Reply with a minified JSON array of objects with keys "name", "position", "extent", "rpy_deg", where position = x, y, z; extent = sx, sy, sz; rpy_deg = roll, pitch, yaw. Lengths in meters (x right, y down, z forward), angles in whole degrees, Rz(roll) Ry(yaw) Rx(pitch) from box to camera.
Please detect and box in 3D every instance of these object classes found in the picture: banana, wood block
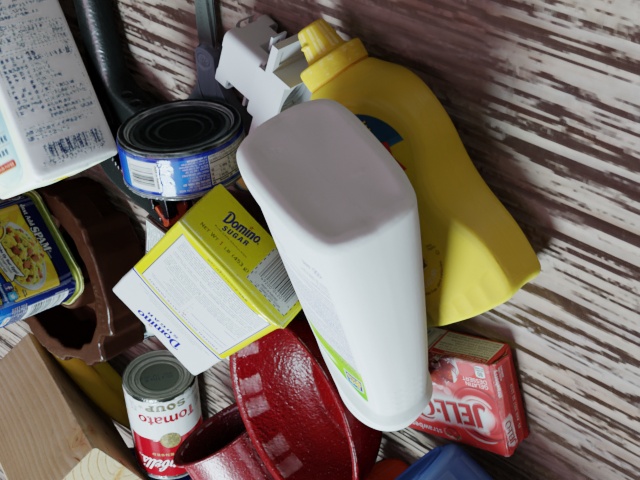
[{"name":"banana","position":[-0.230,0.128,1.060],"extent":[0.198,0.037,0.069],"rpy_deg":[43,165,18]},{"name":"wood block","position":[-0.255,0.192,1.032],"extent":[0.090,0.091,0.206],"rpy_deg":[49,175,-40]}]

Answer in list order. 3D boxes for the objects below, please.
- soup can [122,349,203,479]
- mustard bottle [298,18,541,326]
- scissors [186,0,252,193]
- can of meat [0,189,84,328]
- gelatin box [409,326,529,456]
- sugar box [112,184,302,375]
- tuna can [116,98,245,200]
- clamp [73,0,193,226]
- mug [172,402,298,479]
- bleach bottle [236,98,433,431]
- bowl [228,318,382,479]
[{"name":"soup can","position":[-0.141,0.158,0.974],"extent":[0.069,0.068,0.102],"rpy_deg":[26,135,32]},{"name":"mustard bottle","position":[0.045,-0.044,0.626],"extent":[0.191,0.058,0.096],"rpy_deg":[58,150,-4]},{"name":"scissors","position":[-0.062,-0.110,0.727],"extent":[0.096,0.016,0.202],"rpy_deg":[37,140,20]},{"name":"can of meat","position":[-0.260,0.018,0.889],"extent":[0.058,0.083,0.102],"rpy_deg":[-38,79,49]},{"name":"gelatin box","position":[0.090,0.098,0.709],"extent":[0.089,0.030,0.073],"rpy_deg":[11,125,43]},{"name":"sugar box","position":[-0.077,0.032,0.728],"extent":[0.093,0.048,0.176],"rpy_deg":[47,153,-5]},{"name":"tuna can","position":[-0.092,-0.062,0.710],"extent":[0.086,0.086,0.034],"rpy_deg":[21,131,36]},{"name":"clamp","position":[-0.159,-0.109,0.815],"extent":[0.210,0.036,0.165],"rpy_deg":[54,144,7]},{"name":"mug","position":[-0.055,0.188,0.892],"extent":[0.117,0.093,0.081],"rpy_deg":[-21,106,41]},{"name":"bleach bottle","position":[0.021,0.038,0.627],"extent":[0.103,0.068,0.251],"rpy_deg":[51,166,34]},{"name":"bowl","position":[-0.003,0.120,0.790],"extent":[0.162,0.055,0.162],"rpy_deg":[36,137,43]}]
